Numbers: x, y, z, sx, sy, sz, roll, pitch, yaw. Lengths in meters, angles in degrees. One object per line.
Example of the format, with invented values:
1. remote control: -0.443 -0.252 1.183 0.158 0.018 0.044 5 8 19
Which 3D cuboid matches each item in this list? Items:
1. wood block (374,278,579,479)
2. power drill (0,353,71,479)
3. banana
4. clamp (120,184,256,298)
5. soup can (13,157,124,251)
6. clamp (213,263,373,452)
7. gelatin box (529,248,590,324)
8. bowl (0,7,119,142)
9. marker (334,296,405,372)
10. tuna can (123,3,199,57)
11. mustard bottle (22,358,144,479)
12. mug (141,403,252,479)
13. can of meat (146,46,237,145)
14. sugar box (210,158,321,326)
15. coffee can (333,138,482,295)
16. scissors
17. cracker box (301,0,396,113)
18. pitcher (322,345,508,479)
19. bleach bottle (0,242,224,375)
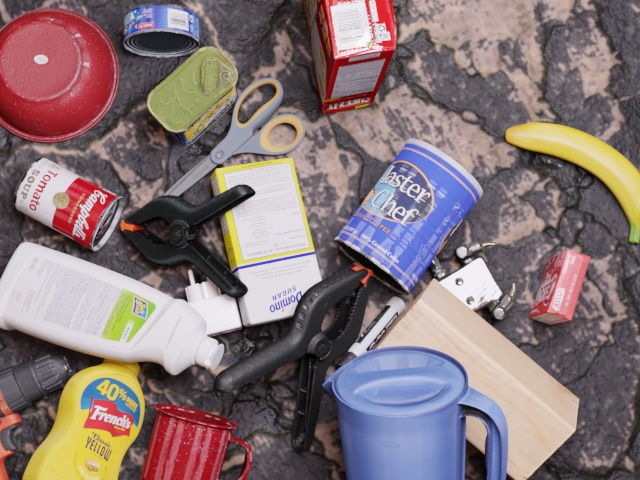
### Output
1. wood block: 0.165 0.148 1.141 0.206 0.090 0.090 40 109 4
2. power drill: -0.329 0.234 1.152 0.184 0.057 0.188 -25 82 -4
3. banana: 0.305 -0.083 1.214 0.198 0.037 0.069 40 82 4
4. clamp: -0.142 0.003 1.162 0.172 0.039 0.120 -2 86 32
5. soup can: -0.279 -0.041 1.183 0.102 0.068 0.068 27 83 3
6. clamp: -0.007 0.120 1.148 0.036 0.164 0.210 24 68 44
7. gelatin box: 0.261 0.052 1.168 0.030 0.089 0.073 19 82 1
8. bowl: -0.312 -0.195 1.210 0.162 0.055 0.162 0 82 -1
9. marker: 0.053 0.106 1.166 0.020 0.020 0.121 41 56 4
10. tuna can: -0.179 -0.236 1.202 0.086 0.086 0.034 -2 80 -1
11. mustard bottle: -0.237 0.193 1.135 0.096 0.058 0.191 41 50 -30
12. mug: -0.131 0.228 1.139 0.117 0.093 0.081 14 87 1
13. can of meat: -0.139 -0.158 1.193 0.102 0.084 0.057 -43 85 -6
14. sugar box: -0.058 0.002 1.186 0.093 0.048 0.176 -10 85 -17
15. coffee can: 0.096 -0.026 1.169 0.103 0.103 0.140 37 83 4
16. scissors: -0.096 -0.092 1.219 0.096 0.016 0.202 35 91 -5
17. cracker box: 0.026 -0.245 1.142 0.072 0.214 0.164 -9 83 -4
18. pitcher: 0.096 0.240 1.076 0.144 0.149 0.243 -13 114 -17
19. bleach bottle: -0.223 0.087 1.139 0.251 0.068 0.102 20 82 15
